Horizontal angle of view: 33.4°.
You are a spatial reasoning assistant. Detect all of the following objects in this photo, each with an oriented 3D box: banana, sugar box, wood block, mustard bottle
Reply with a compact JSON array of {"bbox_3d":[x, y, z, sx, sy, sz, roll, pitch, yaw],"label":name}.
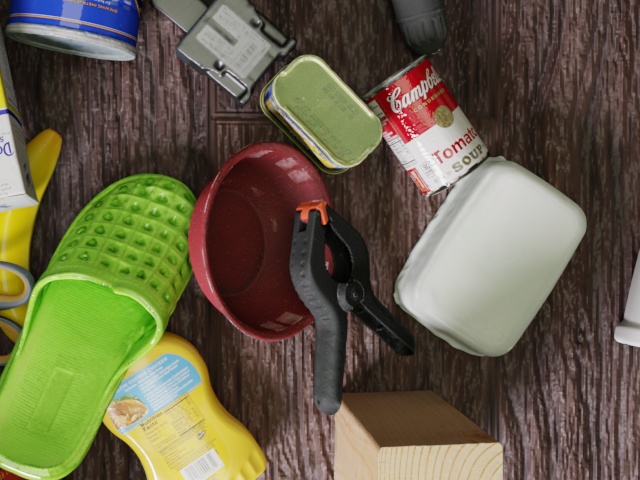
[{"bbox_3d":[-0.244,0.007,0.884,0.069,0.037,0.198,-5,94,-25],"label":"banana"},{"bbox_3d":[-0.258,-0.112,0.814,0.048,0.093,0.176,-10,88,-9],"label":"sugar box"},{"bbox_3d":[0.070,0.181,0.842,0.090,0.206,0.090,0,92,-8],"label":"wood block"},{"bbox_3d":[-0.133,0.134,0.889,0.096,0.058,0.191,-33,96,-6],"label":"mustard bottle"}]

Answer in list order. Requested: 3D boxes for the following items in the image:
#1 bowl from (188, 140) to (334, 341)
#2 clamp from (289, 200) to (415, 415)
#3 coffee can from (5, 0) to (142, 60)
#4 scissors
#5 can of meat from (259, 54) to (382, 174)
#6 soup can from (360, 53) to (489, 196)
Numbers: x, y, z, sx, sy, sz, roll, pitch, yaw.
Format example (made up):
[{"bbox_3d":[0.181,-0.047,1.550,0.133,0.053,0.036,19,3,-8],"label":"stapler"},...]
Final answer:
[{"bbox_3d":[-0.056,0.001,0.872,0.161,0.055,0.162,4,85,-50],"label":"bowl"},{"bbox_3d":[0.012,0.054,0.877,0.120,0.039,0.171,-44,114,-43],"label":"clamp"},{"bbox_3d":[-0.187,-0.222,0.846,0.102,0.103,0.140,9,91,-7],"label":"coffee can"},{"bbox_3d":[-0.320,0.066,0.867,0.202,0.016,0.096,-12,103,12],"label":"scissors"},{"bbox_3d":[0.001,-0.104,0.883,0.102,0.084,0.057,45,87,-6],"label":"can of meat"},{"bbox_3d":[0.088,-0.096,0.902,0.068,0.068,0.102,-35,96,-5],"label":"soup can"}]
